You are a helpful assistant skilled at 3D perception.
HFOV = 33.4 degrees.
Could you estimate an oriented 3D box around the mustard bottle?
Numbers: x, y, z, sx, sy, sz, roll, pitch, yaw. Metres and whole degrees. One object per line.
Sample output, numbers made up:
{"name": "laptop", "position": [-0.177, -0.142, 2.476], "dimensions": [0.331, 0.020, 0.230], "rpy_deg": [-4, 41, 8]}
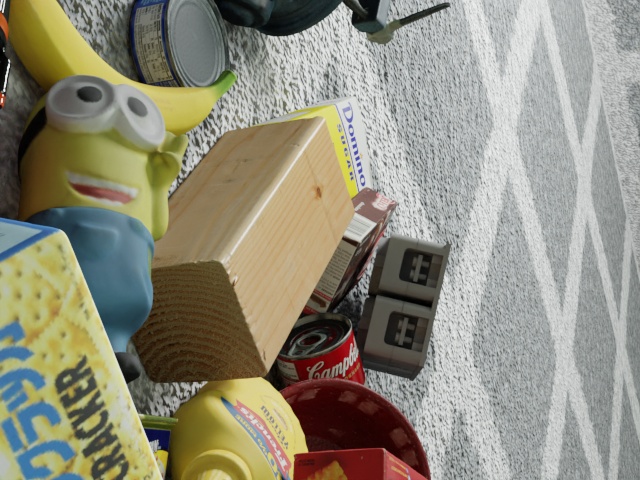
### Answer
{"name": "mustard bottle", "position": [-0.054, 0.139, 0.681], "dimensions": [0.096, 0.058, 0.191], "rpy_deg": [58, 6, 1]}

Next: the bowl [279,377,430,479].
{"name": "bowl", "position": [0.003, 0.191, 0.823], "dimensions": [0.162, 0.055, 0.162], "rpy_deg": [8, 67, -19]}

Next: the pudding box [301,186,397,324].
{"name": "pudding box", "position": [0.021, 0.011, 0.937], "dimensions": [0.113, 0.039, 0.090], "rpy_deg": [-40, 156, -60]}

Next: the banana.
{"name": "banana", "position": [-0.129, -0.101, 0.655], "dimensions": [0.197, 0.037, 0.069], "rpy_deg": [18, 86, -56]}

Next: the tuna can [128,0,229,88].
{"name": "tuna can", "position": [-0.099, -0.136, 0.752], "dimensions": [0.086, 0.034, 0.086], "rpy_deg": [-6, 90, -66]}

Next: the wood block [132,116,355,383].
{"name": "wood block", "position": [-0.054, 0.001, 0.753], "dimensions": [0.205, 0.090, 0.091], "rpy_deg": [-59, 136, -53]}

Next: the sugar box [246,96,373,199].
{"name": "sugar box", "position": [-0.004, -0.070, 0.939], "dimensions": [0.176, 0.048, 0.093], "rpy_deg": [-34, 116, -62]}

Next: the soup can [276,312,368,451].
{"name": "soup can", "position": [0.005, 0.121, 0.888], "dimensions": [0.068, 0.069, 0.102], "rpy_deg": [-55, 134, -56]}
